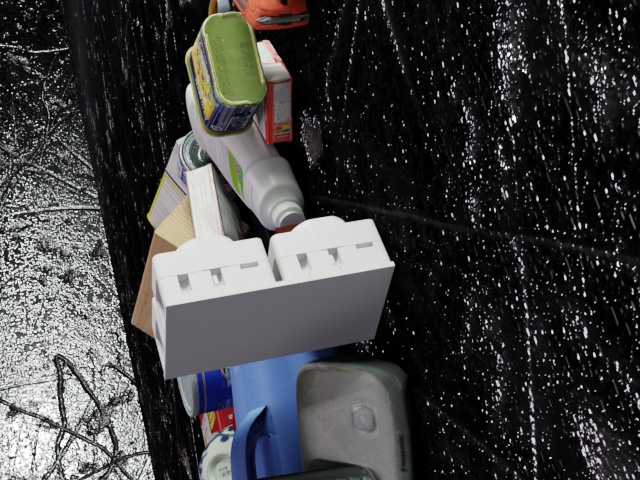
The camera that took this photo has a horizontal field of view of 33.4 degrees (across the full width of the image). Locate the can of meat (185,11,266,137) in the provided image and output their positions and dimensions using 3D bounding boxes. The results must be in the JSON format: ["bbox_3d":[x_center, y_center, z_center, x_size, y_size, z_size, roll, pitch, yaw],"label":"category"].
[{"bbox_3d":[-0.093,-0.165,1.057,0.084,0.057,0.102,139,119,-69],"label":"can of meat"}]

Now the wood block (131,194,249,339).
[{"bbox_3d":[-0.171,0.046,1.380,0.090,0.090,0.206,32,140,6],"label":"wood block"}]

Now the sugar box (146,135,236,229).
[{"bbox_3d":[-0.167,-0.055,1.402,0.093,0.048,0.176,48,140,12],"label":"sugar box"}]

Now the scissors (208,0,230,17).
[{"bbox_3d":[-0.131,-0.231,1.336,0.202,0.016,0.096,118,140,-65],"label":"scissors"}]

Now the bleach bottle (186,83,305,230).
[{"bbox_3d":[-0.074,-0.082,1.144,0.251,0.068,0.102,-123,16,-46],"label":"bleach bottle"}]

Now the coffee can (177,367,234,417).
[{"bbox_3d":[-0.079,0.124,1.137,0.103,0.140,0.103,170,90,-74],"label":"coffee can"}]

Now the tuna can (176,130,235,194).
[{"bbox_3d":[-0.129,-0.095,1.282,0.034,0.086,0.086,110,147,-57],"label":"tuna can"}]

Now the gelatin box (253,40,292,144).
[{"bbox_3d":[-0.053,-0.152,1.090,0.089,0.030,0.073,-118,23,-49],"label":"gelatin box"}]

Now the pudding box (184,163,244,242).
[{"bbox_3d":[-0.116,-0.017,1.205,0.090,0.039,0.113,61,-170,-51],"label":"pudding box"}]

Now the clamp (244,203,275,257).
[{"bbox_3d":[-0.058,0.001,1.180,0.210,0.036,0.164,-171,71,-77],"label":"clamp"}]

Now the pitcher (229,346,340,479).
[{"bbox_3d":[-0.021,0.204,0.995,0.149,0.145,0.243,112,148,-67],"label":"pitcher"}]

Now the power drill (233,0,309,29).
[{"bbox_3d":[-0.050,-0.297,0.946,0.184,0.057,0.188,-119,25,-49],"label":"power drill"}]
